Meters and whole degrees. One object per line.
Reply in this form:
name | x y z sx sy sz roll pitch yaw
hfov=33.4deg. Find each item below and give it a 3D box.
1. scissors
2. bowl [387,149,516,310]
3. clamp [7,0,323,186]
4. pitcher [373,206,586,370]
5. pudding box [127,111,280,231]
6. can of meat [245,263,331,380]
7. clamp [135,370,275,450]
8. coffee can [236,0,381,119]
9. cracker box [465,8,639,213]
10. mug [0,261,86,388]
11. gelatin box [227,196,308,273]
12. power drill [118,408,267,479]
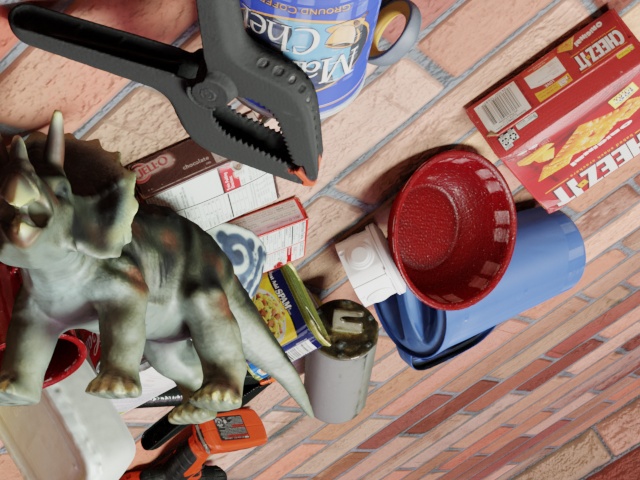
scissors | 0.015 -0.127 0.780 0.016 0.096 0.202 17 130 -31
bowl | 0.123 -0.012 1.084 0.161 0.162 0.055 -13 -169 -32
clamp | -0.076 -0.102 0.652 0.165 0.036 0.209 -12 138 31
pitcher | 0.186 0.047 1.236 0.242 0.145 0.149 -17 171 -31
pudding box | -0.093 -0.047 0.872 0.113 0.039 0.090 -23 154 -8
can of meat | -0.050 0.080 1.084 0.084 0.102 0.057 -29 154 5
clamp | -0.135 0.166 1.154 0.171 0.039 0.120 -27 150 -2
coffee can | -0.011 -0.157 0.671 0.102 0.103 0.140 -20 154 -18
cracker box | 0.257 -0.119 1.063 0.164 0.072 0.213 -35 155 13
mug | -0.242 0.061 0.857 0.093 0.081 0.117 -8 148 -25
gelatin box | -0.056 0.001 1.011 0.089 0.030 0.073 -22 153 -15
power drill | -0.156 0.296 1.431 0.184 0.057 0.188 4 140 -50
